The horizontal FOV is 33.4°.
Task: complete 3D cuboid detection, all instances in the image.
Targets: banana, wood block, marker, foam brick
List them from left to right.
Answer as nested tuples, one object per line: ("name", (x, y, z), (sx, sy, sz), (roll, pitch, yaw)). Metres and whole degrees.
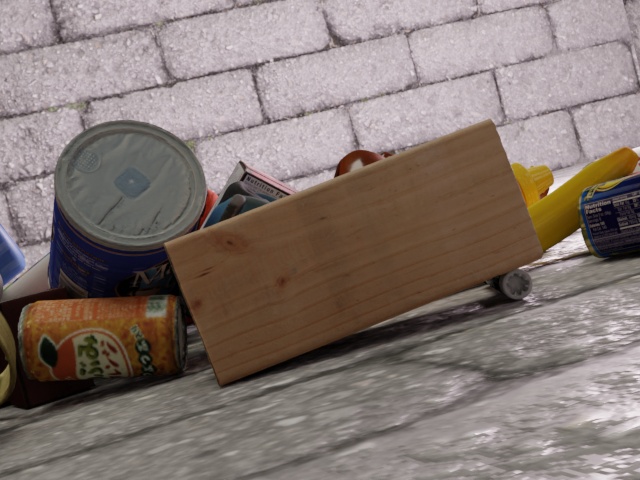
("foam brick", (-0.205, 0.077, 0.774), (0.051, 0.078, 0.053), (-17, 3, -29))
("wood block", (0.017, 0.006, 0.658), (0.206, 0.090, 0.091), (-21, 2, -6))
("marker", (0.121, 0.025, 0.711), (0.020, 0.020, 0.121), (-14, 2, 1))
("banana", (0.151, -0.010, 0.797), (0.197, 0.037, 0.069), (-23, -30, -13))

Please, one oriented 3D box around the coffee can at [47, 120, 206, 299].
("coffee can", (-0.144, -0.006, 0.778), (0.102, 0.103, 0.140), (-15, -24, -24))
